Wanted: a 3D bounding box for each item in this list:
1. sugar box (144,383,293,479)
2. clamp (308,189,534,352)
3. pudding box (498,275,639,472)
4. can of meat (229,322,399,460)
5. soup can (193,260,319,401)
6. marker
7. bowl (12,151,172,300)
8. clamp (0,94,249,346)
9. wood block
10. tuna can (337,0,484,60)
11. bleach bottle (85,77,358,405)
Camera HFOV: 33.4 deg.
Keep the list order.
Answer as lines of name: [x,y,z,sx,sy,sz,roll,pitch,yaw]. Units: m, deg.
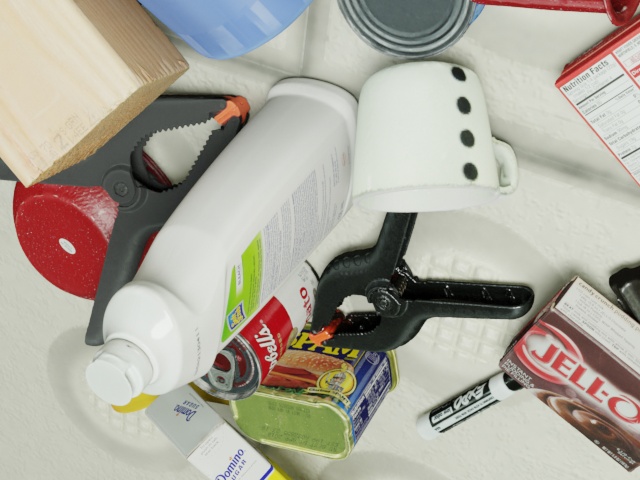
sugar box: [-0.055,0.187,0.840,0.176,0.048,0.093,52,167,-30]
clamp: [0.060,0.037,0.729,0.120,0.039,0.172,46,135,1]
pudding box: [0.178,0.085,0.672,0.113,0.039,0.090,37,150,8]
can of meat: [-0.005,0.109,0.785,0.102,0.083,0.057,7,124,26]
soup can: [-0.050,0.056,0.761,0.069,0.102,0.068,15,127,20]
marker: [0.114,0.113,0.763,0.020,0.020,0.121,46,132,-5]
bowl: [-0.182,-0.009,0.825,0.162,0.055,0.162,15,127,20]
clamp: [-0.142,-0.044,0.744,0.210,0.036,0.164,-40,95,19]
wood block: [-0.179,-0.142,0.579,0.090,0.090,0.206,-37,95,19]
tuna can: [0.053,-0.149,0.607,0.086,0.033,0.086,15,127,20]
bleach bottle: [-0.054,0.001,0.626,0.068,0.250,0.102,14,127,21]
